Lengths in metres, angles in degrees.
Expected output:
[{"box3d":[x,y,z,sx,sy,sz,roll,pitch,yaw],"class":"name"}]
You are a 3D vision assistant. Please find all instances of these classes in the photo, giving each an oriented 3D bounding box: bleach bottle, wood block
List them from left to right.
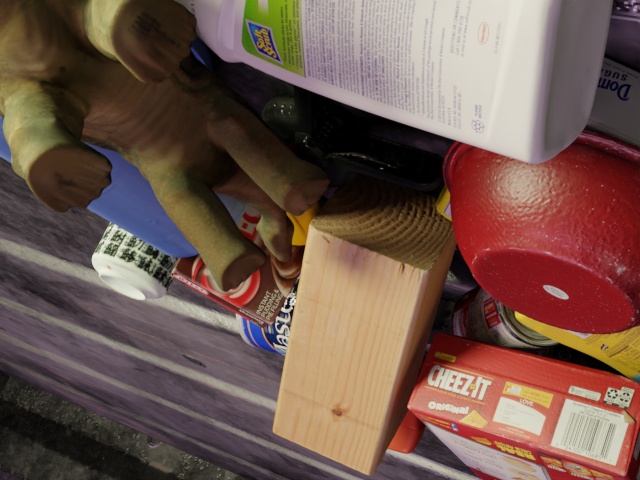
[{"box3d":[0.012,-0.120,0.522,0.251,0.067,0.102,23,127,31],"class":"bleach bottle"},{"box3d":[0.032,0.064,0.802,0.091,0.090,0.206,22,128,13],"class":"wood block"}]

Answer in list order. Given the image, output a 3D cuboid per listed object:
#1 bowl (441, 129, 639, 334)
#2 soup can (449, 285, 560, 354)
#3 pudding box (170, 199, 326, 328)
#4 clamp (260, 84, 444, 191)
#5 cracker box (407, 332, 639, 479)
[{"box3d":[0.133,0.005,0.576,0.162,0.055,0.162,21,158,9],"class":"bowl"},{"box3d":[0.147,0.057,0.811,0.068,0.068,0.102,28,161,-4],"class":"soup can"},{"box3d":[-0.056,0.001,0.862,0.090,0.113,0.039,29,164,-8],"class":"pudding box"},{"box3d":[-0.001,-0.077,0.703,0.120,0.039,0.172,52,156,-21],"class":"clamp"},{"box3d":[0.183,0.154,0.817,0.164,0.072,0.213,12,160,32],"class":"cracker box"}]
